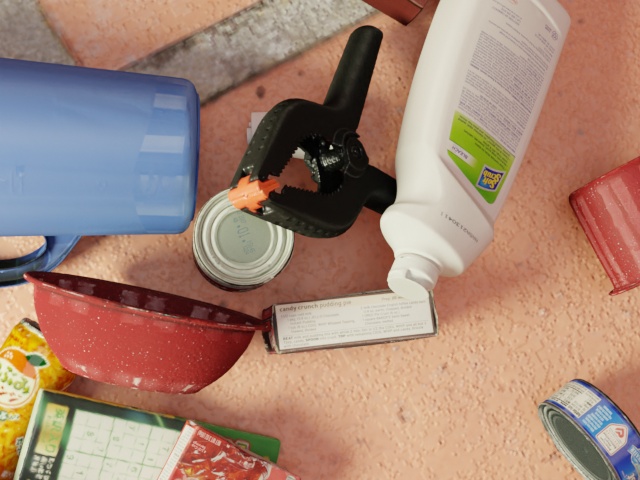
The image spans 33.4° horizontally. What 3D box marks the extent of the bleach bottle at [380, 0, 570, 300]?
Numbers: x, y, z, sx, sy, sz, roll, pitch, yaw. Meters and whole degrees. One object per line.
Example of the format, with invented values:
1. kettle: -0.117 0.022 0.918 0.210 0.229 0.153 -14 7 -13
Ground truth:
1. bleach bottle: 0.095 -0.076 0.740 0.102 0.068 0.250 33 63 -18

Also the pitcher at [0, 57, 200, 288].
1. pitcher: -0.207 -0.052 0.722 0.242 0.149 0.145 2 68 -10

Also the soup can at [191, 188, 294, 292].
1. soup can: -0.055 0.001 0.739 0.068 0.102 0.068 1 86 -7

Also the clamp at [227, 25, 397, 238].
1. clamp: 0.018 -0.048 0.725 0.209 0.036 0.164 -37 104 -50

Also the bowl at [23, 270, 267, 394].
1. bowl: -0.118 0.063 0.699 0.162 0.162 0.055 13 89 -6

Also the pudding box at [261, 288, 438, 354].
1. pudding box: 0.018 0.057 0.749 0.113 0.090 0.039 -8 86 -8

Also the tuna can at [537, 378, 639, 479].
1. tuna can: 0.197 0.142 0.765 0.033 0.086 0.086 -36 90 -10

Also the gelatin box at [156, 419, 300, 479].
1. gelatin box: -0.068 0.176 0.733 0.089 0.030 0.073 31 79 -20
